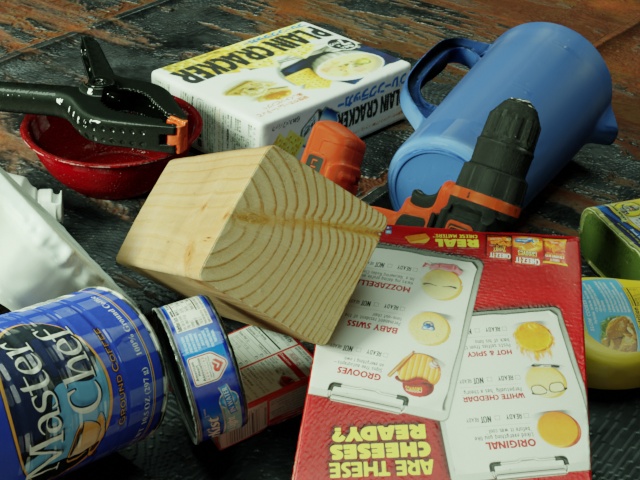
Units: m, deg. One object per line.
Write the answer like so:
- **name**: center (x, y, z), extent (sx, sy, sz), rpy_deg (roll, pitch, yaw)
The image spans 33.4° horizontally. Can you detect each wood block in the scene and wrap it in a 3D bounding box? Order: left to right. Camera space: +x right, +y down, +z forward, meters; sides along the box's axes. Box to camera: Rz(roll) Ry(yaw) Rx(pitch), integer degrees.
- **wood block**: center (-0.055, 0.000, 0.707), extent (0.090, 0.090, 0.206), rpy_deg (32, -11, -21)

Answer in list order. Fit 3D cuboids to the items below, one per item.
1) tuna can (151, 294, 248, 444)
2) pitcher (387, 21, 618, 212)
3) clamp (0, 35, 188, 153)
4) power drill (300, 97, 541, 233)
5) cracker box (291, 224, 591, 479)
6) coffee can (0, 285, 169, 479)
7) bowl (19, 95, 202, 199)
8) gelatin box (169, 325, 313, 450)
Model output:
- **tuna can**: center (-0.073, 0.077, 0.643), extent (0.033, 0.086, 0.086), rpy_deg (-17, 36, -15)
- **pitcher**: center (0.150, -0.097, 0.950), extent (0.149, 0.145, 0.242), rpy_deg (-7, 24, 39)
- **clamp**: center (-0.195, -0.130, 0.955), extent (0.210, 0.036, 0.164), rpy_deg (20, 37, 21)
- **power drill**: center (0.066, -0.035, 0.817), extent (0.188, 0.184, 0.057), rpy_deg (22, 3, 40)
- **cracker box**: center (0.076, 0.089, 0.655), extent (0.164, 0.072, 0.213), rpy_deg (4, 48, 6)
- **coffee can**: center (-0.173, 0.092, 0.613), extent (0.103, 0.103, 0.140), rpy_deg (25, 27, 32)
- **bowl**: center (-0.187, -0.083, 0.969), extent (0.162, 0.055, 0.162), rpy_deg (2, 32, -1)
- **gelatin box**: center (-0.048, 0.094, 0.719), extent (0.089, 0.030, 0.073), rpy_deg (-21, 39, -27)
